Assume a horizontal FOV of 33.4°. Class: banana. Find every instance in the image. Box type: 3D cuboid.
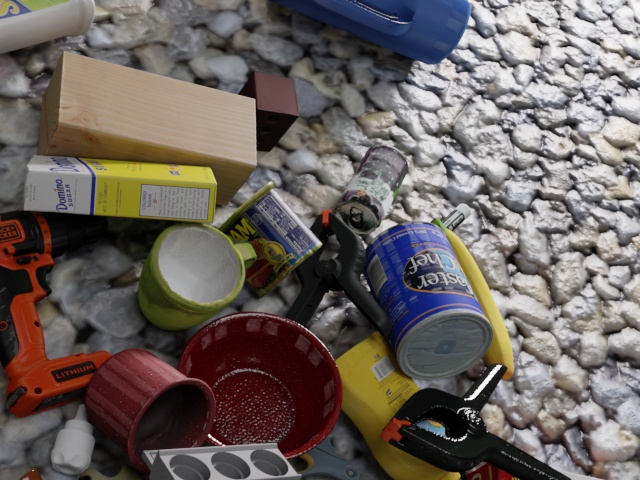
[{"bbox_3d":[0.174,0.067,1.228,0.198,0.037,0.069,64,24,8],"label":"banana"}]

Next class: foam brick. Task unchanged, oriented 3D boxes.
[{"bbox_3d":[-0.065,-0.143,1.193,0.052,0.078,0.051,7,59,-27],"label":"foam brick"}]

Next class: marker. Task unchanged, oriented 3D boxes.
[{"bbox_3d":[0.141,-0.008,1.273,0.020,0.020,0.120,49,51,3],"label":"marker"}]

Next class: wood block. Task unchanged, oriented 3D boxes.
[{"bbox_3d":[-0.178,-0.111,1.103,0.205,0.090,0.091,11,59,-24],"label":"wood block"}]

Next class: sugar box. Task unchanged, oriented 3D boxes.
[{"bbox_3d":[-0.191,-0.051,1.024,0.176,0.093,0.048,6,102,-12],"label":"sugar box"}]

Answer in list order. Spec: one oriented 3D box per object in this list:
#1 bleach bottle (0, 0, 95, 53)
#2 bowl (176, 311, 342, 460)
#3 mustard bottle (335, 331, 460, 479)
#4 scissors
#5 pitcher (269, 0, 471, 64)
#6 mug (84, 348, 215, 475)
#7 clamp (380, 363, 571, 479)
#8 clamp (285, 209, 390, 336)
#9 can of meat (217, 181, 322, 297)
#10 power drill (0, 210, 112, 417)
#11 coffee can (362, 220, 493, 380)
[{"bbox_3d":[-0.360,-0.222,1.079,0.250,0.068,0.102,-30,81,-36],"label":"bleach bottle"},{"bbox_3d":[-0.062,0.150,1.030,0.162,0.055,0.162,8,52,-10],"label":"bowl"},{"bbox_3d":[0.084,0.192,1.102,0.191,0.058,0.096,54,38,7],"label":"mustard bottle"},{"bbox_3d":[0.023,0.215,1.067,0.201,0.016,0.096,16,51,-12],"label":"scissors"},{"bbox_3d":[0.065,-0.307,1.327,0.242,0.145,0.149,21,76,-22],"label":"pitcher"},{"bbox_3d":[-0.153,0.157,0.947,0.093,0.117,0.082,-26,38,-36],"label":"mug"},{"bbox_3d":[0.148,0.184,1.085,0.209,0.036,0.164,11,39,-30],"label":"clamp"},{"bbox_3d":[0.002,0.045,1.136,0.120,0.039,0.171,-14,49,2],"label":"clamp"},{"bbox_3d":[-0.057,0.001,1.102,0.084,0.102,0.057,49,50,0],"label":"can of meat"},{"bbox_3d":[-0.253,0.057,0.988,0.184,0.057,0.188,-16,71,-38],"label":"power drill"},{"bbox_3d":[0.111,0.063,1.135,0.102,0.103,0.140,8,39,-26],"label":"coffee can"}]
